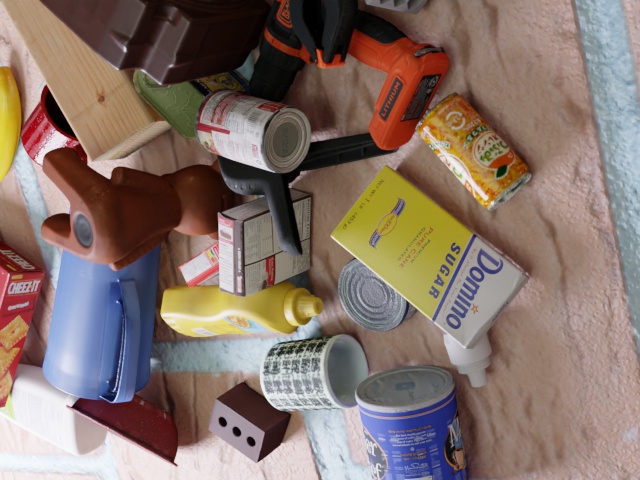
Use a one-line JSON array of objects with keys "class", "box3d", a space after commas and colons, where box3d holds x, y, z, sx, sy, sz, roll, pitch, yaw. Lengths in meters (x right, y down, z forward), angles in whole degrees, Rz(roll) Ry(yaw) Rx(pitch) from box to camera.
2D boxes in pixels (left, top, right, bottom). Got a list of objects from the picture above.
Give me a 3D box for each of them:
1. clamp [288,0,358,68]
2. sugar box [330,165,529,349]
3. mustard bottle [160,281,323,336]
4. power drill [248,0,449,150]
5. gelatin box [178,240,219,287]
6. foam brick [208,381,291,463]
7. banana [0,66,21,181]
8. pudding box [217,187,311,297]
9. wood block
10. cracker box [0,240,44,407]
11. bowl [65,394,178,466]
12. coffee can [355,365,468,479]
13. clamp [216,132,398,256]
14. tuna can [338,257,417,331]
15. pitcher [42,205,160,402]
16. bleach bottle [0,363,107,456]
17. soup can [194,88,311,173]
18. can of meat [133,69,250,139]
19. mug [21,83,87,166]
[{"class": "clamp", "box3d": [-0.009, -0.246, 0.986, 0.120, 0.039, 0.171, 14, 109, 52]}, {"class": "sugar box", "box3d": [0.106, 0.016, 1.043, 0.176, 0.048, 0.093, 39, 97, 19]}, {"class": "mustard bottle", "box3d": [-0.079, 0.076, 1.189, 0.192, 0.096, 0.058, -4, 70, 36]}, {"class": "power drill", "box3d": [0.020, -0.171, 1.037, 0.188, 0.057, 0.185, 41, 125, 21]}, {"class": "gelatin box", "box3d": [-0.102, 0.014, 1.183, 0.073, 0.089, 0.030, -30, 88, 39]}, {"class": "foam brick", "box3d": [-0.085, 0.217, 1.273, 0.078, 0.051, 0.053, 30, 123, 23]}, {"class": "banana", "box3d": [-0.423, -0.132, 1.390, 0.070, 0.037, 0.198, 42, 126, 14]}, {"class": "pudding box", "box3d": [-0.057, 0.002, 1.132, 0.039, 0.113, 0.090, 16, 116, 36]}, {"class": "wood block", "box3d": [-0.256, -0.200, 1.196, 0.091, 0.090, 0.206, -30, 89, 17]}, {"class": "cracker box", "box3d": [-0.477, 0.103, 1.463, 0.164, 0.072, 0.214, 29, 107, 29]}, {"class": "bowl", "box3d": [-0.239, 0.226, 1.354, 0.162, 0.055, 0.162, 27, 165, 7]}, {"class": "coffee can", "box3d": [0.098, 0.214, 1.109, 0.103, 0.102, 0.140, 0, 108, 35]}, {"class": "clamp", "box3d": [-0.030, -0.081, 1.097, 0.210, 0.164, 0.036, 34, 160, 44]}, {"class": "tuna can", "box3d": [0.061, 0.052, 1.116, 0.086, 0.033, 0.086, 14, 115, 31]}, {"class": "pitcher", "box3d": [-0.253, 0.066, 1.286, 0.149, 0.144, 0.243, 18, 115, 13]}, {"class": "bleach bottle", "box3d": [-0.407, 0.215, 1.498, 0.251, 0.067, 0.102, 16, 113, 33]}, {"class": "soup can", "box3d": [-0.068, -0.110, 1.065, 0.102, 0.068, 0.068, 20, 119, 41]}, {"class": "can of meat", "box3d": [-0.134, -0.163, 1.141, 0.102, 0.083, 0.058, 44, 127, 14]}, {"class": "mug", "box3d": [-0.301, -0.124, 1.269, 0.082, 0.093, 0.117, -39, 63, 43]}]
